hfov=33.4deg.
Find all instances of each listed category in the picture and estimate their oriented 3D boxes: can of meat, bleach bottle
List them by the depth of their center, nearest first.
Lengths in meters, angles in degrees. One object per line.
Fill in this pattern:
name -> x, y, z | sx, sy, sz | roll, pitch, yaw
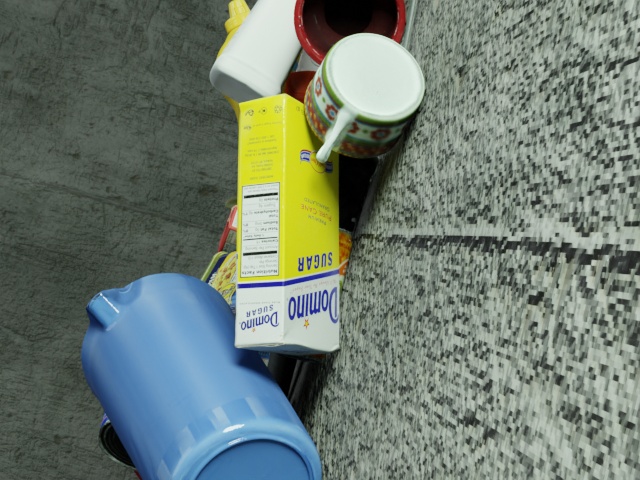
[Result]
bleach bottle -> -0.015, -0.246, 1.022 | 0.251, 0.068, 0.103 | -60, 10, -7
can of meat -> -0.077, 0.052, 1.065 | 0.084, 0.057, 0.102 | -15, 36, 42

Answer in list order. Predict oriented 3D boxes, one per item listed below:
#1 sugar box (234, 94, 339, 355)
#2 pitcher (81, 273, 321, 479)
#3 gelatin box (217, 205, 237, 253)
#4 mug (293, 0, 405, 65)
sugar box -> -0.021, -0.008, 0.770 | 0.093, 0.048, 0.176 | 18, -113, -62
pitcher -> -0.083, 0.132, 0.796 | 0.243, 0.149, 0.145 | -138, 48, -60
gelatin box -> -0.057, 0.001, 1.108 | 0.073, 0.089, 0.030 | 120, 167, -64
mug -> 0.031, -0.205, 0.915 | 0.117, 0.093, 0.081 | -60, 6, 15
